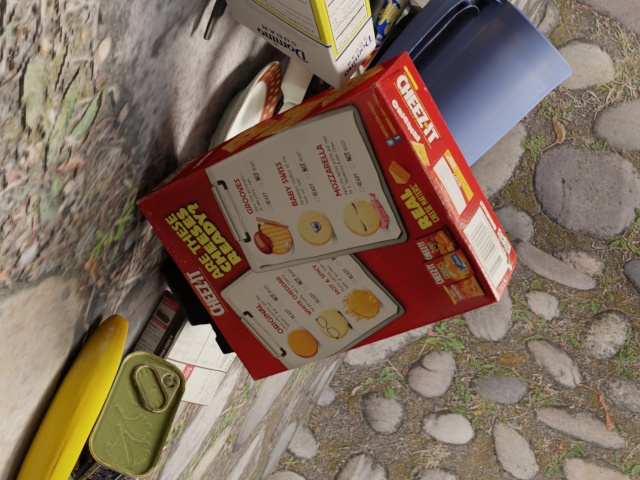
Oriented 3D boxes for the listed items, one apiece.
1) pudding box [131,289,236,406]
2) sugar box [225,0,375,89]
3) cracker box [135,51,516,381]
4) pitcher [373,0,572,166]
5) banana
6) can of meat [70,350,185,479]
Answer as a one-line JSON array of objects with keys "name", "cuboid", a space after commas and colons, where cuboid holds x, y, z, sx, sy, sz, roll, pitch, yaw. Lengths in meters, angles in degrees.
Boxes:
[{"name": "pudding box", "cuboid": [-0.122, 0.102, 0.986, 0.090, 0.039, 0.113, -61, 152, 0]}, {"name": "sugar box", "cuboid": [-0.021, -0.157, 0.600, 0.048, 0.093, 0.176, -53, 166, -5]}, {"name": "cracker box", "cuboid": [0.004, -0.010, 0.739, 0.214, 0.164, 0.072, -22, -163, 34]}, {"name": "pitcher", "cuboid": [0.088, -0.114, 0.941, 0.243, 0.149, 0.145, -46, -164, 9]}, {"name": "banana", "cuboid": [-0.199, 0.148, 0.823, 0.198, 0.037, 0.069, -62, -167, 19]}, {"name": "can of meat", "cuboid": [-0.160, 0.153, 0.876, 0.084, 0.057, 0.102, -45, -158, 53]}]
